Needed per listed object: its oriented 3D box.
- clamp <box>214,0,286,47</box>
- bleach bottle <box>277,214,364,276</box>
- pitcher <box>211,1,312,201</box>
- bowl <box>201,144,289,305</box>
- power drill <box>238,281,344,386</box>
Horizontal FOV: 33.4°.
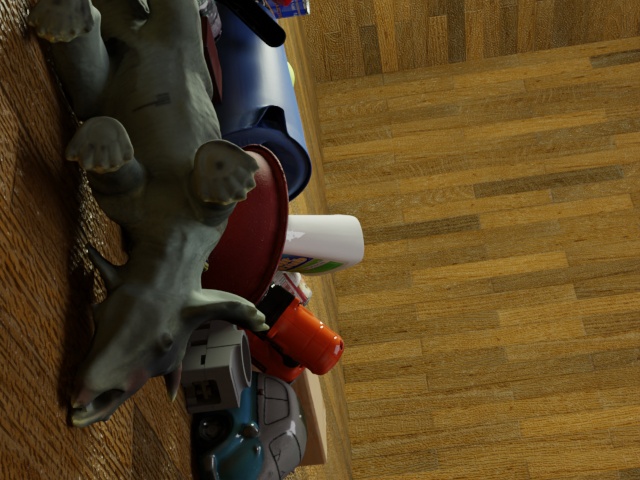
[{"bbox_3d":[-0.103,-0.274,1.162,0.172,0.039,0.120,43,-12,45],"label":"clamp"},{"bbox_3d":[-0.058,0.001,1.191,0.250,0.103,0.068,4,75,-54],"label":"bleach bottle"},{"bbox_3d":[-0.093,-0.151,1.205,0.145,0.149,0.243,54,21,-47],"label":"pitcher"},{"bbox_3d":[-0.095,-0.013,0.963,0.162,0.055,0.162,-21,-116,52],"label":"bowl"},{"bbox_3d":[-0.065,0.084,1.117,0.184,0.057,0.188,39,-15,5],"label":"power drill"}]
